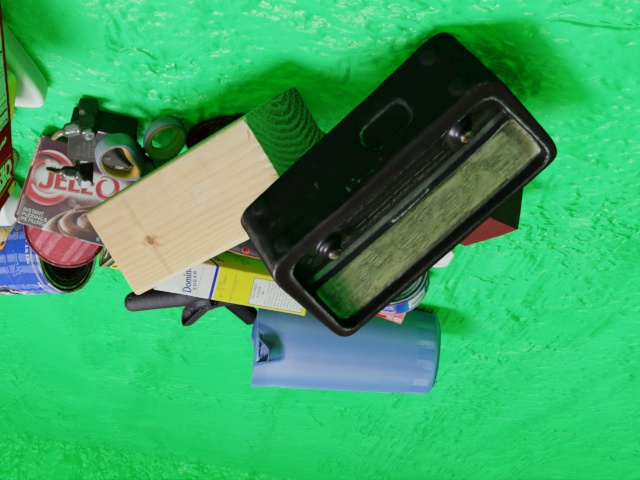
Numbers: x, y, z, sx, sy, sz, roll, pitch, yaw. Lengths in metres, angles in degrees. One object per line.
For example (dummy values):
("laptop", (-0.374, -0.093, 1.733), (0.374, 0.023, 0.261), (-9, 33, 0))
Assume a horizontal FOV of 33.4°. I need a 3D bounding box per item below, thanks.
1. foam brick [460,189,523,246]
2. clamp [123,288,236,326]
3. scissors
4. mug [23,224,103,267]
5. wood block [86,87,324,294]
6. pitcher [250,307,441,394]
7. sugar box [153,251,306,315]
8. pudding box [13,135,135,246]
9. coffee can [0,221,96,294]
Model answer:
("foam brick", (0.145, -0.033, 1.007), (0.051, 0.053, 0.078), (21, 156, -29))
("clamp", (-0.141, 0.070, 1.316), (0.172, 0.039, 0.120), (-13, 164, 22))
("scissors", (-0.150, -0.069, 1.045), (0.096, 0.016, 0.201), (-31, 158, 9))
("mug", (-0.254, -0.022, 1.149), (0.117, 0.093, 0.082), (26, 150, -16))
("wood block", (-0.094, -0.040, 0.931), (0.206, 0.090, 0.091), (-25, 100, 35))
("pitcher", (0.030, 0.133, 1.406), (0.243, 0.149, 0.145), (6, 144, -1))
("sugar box", (-0.106, 0.039, 1.190), (0.176, 0.048, 0.093), (14, -173, -23))
("pudding box", (-0.240, -0.048, 1.073), (0.113, 0.090, 0.039), (16, -177, -22))
("coffee can", (-0.352, 0.014, 1.266), (0.140, 0.103, 0.102), (-3, 156, 28))
